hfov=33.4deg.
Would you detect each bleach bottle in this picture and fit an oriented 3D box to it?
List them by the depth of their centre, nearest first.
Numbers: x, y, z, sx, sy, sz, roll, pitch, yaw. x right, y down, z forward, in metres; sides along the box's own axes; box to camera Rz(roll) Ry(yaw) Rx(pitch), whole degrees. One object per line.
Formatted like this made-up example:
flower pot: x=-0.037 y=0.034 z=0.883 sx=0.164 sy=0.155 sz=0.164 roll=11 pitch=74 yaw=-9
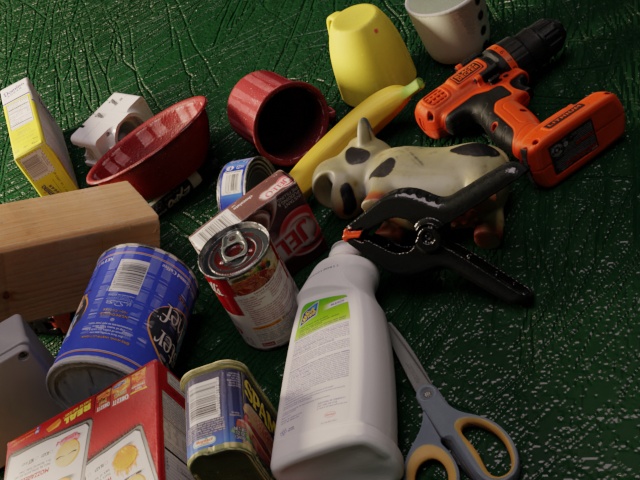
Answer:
bleach bottle: x=0.021 y=0.091 z=0.890 sx=0.103 sy=0.068 sz=0.250 roll=-21 pitch=37 yaw=24

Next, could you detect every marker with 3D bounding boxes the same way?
marker: x=-0.160 y=-0.053 z=1.182 sx=0.121 sy=0.020 sz=0.020 roll=-40 pitch=41 yaw=-16

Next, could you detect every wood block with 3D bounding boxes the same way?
wood block: x=-0.269 y=0.016 z=1.046 sx=0.205 sy=0.091 sz=0.090 roll=-13 pitch=34 yaw=-27

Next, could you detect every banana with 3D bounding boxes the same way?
banana: x=0.023 y=-0.102 z=1.106 sx=0.197 sy=0.037 sz=0.070 roll=-43 pitch=0 yaw=-8

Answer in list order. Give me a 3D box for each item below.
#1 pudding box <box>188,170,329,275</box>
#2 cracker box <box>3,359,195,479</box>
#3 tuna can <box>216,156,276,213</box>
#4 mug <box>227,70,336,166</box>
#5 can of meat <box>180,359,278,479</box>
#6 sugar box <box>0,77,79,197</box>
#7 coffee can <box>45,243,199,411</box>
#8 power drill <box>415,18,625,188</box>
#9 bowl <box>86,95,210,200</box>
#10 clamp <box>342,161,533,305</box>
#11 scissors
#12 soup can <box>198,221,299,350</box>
pudding box: x=-0.057 y=0.001 z=1.012 sx=0.113 sy=0.090 sz=0.039 roll=-36 pitch=39 yaw=-10
cracker box: x=-0.171 y=0.221 z=0.835 sx=0.164 sy=0.072 sz=0.214 roll=-30 pitch=39 yaw=15
tuna can: x=-0.069 y=-0.040 z=1.066 sx=0.034 sy=0.086 sz=0.086 roll=-8 pitch=43 yaw=23
mug: x=-0.040 y=-0.139 z=1.166 sx=0.117 sy=0.093 sz=0.082 roll=-9 pitch=26 yaw=-29
can of meat: x=-0.068 y=0.159 z=0.839 sx=0.057 sy=0.102 sz=0.084 roll=-19 pitch=42 yaw=9
sugar box: x=-0.340 y=-0.117 z=1.293 sx=0.048 sy=0.093 sz=0.176 roll=-30 pitch=39 yaw=-4
coffee can: x=-0.177 y=0.087 z=0.973 sx=0.103 sy=0.102 sz=0.140 roll=-8 pitch=43 yaw=21
power drill: x=0.208 y=-0.139 z=1.047 sx=0.184 sy=0.057 sz=0.188 roll=-37 pitch=38 yaw=-7
bowl: x=-0.179 y=-0.093 z=1.186 sx=0.162 sy=0.055 sz=0.162 roll=-29 pitch=22 yaw=13
clamp: x=0.103 y=-0.016 z=0.911 sx=0.172 sy=0.120 sz=0.039 roll=10 pitch=10 yaw=20
scissors: x=0.076 y=0.141 z=0.845 sx=0.096 sy=0.016 sz=0.202 roll=-37 pitch=40 yaw=-12
soup can: x=-0.058 y=0.042 z=0.958 sx=0.068 sy=0.102 sz=0.068 roll=-15 pitch=41 yaw=13
